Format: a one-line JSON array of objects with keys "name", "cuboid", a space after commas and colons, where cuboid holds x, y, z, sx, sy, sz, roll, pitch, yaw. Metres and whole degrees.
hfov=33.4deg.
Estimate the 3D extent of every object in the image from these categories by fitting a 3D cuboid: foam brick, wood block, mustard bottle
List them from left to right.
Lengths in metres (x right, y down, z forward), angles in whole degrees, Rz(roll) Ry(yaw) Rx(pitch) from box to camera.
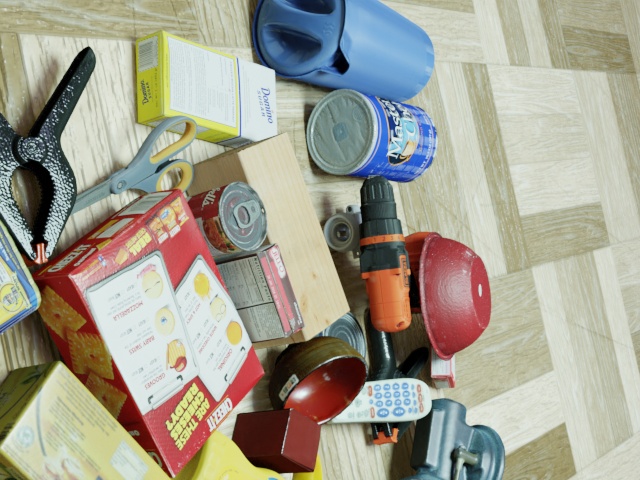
[{"name": "mustard bottle", "cuboid": [-0.075, 0.268, 1.055, 0.191, 0.058, 0.096, 44, 57, -36]}, {"name": "wood block", "cuboid": [-0.057, 0.001, 1.134, 0.090, 0.091, 0.206, -30, 103, -52]}, {"name": "foam brick", "cuboid": [-0.046, 0.207, 1.095, 0.053, 0.078, 0.051, 39, 53, -39]}]

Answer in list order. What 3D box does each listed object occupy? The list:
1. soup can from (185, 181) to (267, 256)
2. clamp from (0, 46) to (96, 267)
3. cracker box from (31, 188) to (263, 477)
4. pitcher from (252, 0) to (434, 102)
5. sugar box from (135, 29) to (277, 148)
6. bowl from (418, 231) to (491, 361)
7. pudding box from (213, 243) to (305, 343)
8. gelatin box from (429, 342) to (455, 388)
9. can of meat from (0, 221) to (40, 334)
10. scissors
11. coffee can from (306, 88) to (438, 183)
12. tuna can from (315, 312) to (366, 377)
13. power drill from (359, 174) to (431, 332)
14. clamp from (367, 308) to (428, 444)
[{"name": "soup can", "cuboid": [-0.112, -0.014, 1.058, 0.068, 0.102, 0.068, 19, 64, -48]}, {"name": "clamp", "cuboid": [-0.270, -0.083, 0.931, 0.164, 0.036, 0.210, 6, 78, -41]}, {"name": "cracker box", "cuboid": [-0.156, 0.084, 0.986, 0.164, 0.072, 0.213, -46, 121, -47]}, {"name": "pitcher", "cuboid": [0.033, -0.249, 1.309, 0.242, 0.145, 0.149, 8, 84, -55]}, {"name": "sugar box", "cuboid": [-0.119, -0.155, 1.142, 0.175, 0.048, 0.093, 13, 72, -53]}, {"name": "bowl", "cuboid": [0.172, 0.066, 1.315, 0.161, 0.055, 0.162, -8, 90, -67]}, {"name": "pudding box", "cuboid": [-0.078, 0.058, 1.070, 0.039, 0.114, 0.090, -26, 100, -53]}, {"name": "gelatin box", "cuboid": [0.158, 0.142, 1.391, 0.073, 0.030, 0.089, 63, 26, -69]}, {"name": "can of meat", "cuboid": [-0.285, 0.035, 0.861, 0.083, 0.058, 0.102, -42, 113, -52]}, {"name": "scissors", "cuboid": [-0.188, -0.046, 1.036, 0.201, 0.016, 0.096, -46, 145, -28]}, {"name": "coffee can", "cuboid": [0.065, -0.127, 1.320, 0.140, 0.103, 0.103, 3, 77, -52]}, {"name": "tuna can", "cuboid": [0.016, 0.123, 1.236, 0.086, 0.034, 0.086, 20, 64, -48]}, {"name": "power drill", "cuboid": [0.098, 0.019, 1.303, 0.187, 0.057, 0.184, 9, 75, -66]}, {"name": "clamp", "cuboid": [0.095, 0.176, 1.318, 0.120, 0.039, 0.171, 30, 54, -38]}]
